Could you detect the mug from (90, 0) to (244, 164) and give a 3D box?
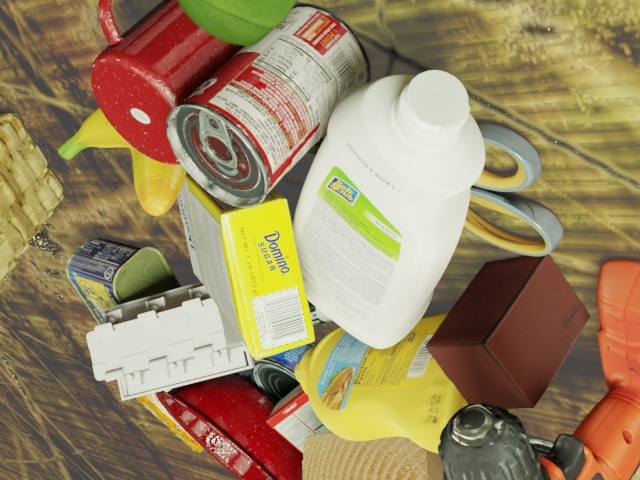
[{"bbox_3d":[-0.089,-0.109,0.639,0.093,0.081,0.117,2,131,48],"label":"mug"}]

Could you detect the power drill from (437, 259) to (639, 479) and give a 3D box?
[{"bbox_3d":[0.131,0.098,0.547,0.057,0.187,0.184,18,144,38],"label":"power drill"}]

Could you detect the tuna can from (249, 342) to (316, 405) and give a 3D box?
[{"bbox_3d":[-0.017,0.118,0.893,0.086,0.033,0.086,29,147,21],"label":"tuna can"}]

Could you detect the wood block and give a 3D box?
[{"bbox_3d":[0.062,0.221,0.805,0.091,0.090,0.206,-9,146,17],"label":"wood block"}]

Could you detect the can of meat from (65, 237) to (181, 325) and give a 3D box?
[{"bbox_3d":[-0.172,0.049,0.961,0.084,0.057,0.102,12,138,44],"label":"can of meat"}]

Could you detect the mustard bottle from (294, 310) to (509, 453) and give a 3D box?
[{"bbox_3d":[0.045,0.092,0.725,0.058,0.096,0.192,44,152,-27],"label":"mustard bottle"}]

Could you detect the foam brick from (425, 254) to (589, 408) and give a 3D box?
[{"bbox_3d":[0.110,0.054,0.623,0.051,0.078,0.053,-12,121,53],"label":"foam brick"}]

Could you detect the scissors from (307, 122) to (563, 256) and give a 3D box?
[{"bbox_3d":[0.049,-0.052,0.617,0.202,0.016,0.096,28,149,21],"label":"scissors"}]

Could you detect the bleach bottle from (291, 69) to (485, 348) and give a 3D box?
[{"bbox_3d":[0.040,-0.016,0.582,0.102,0.068,0.251,37,160,5],"label":"bleach bottle"}]

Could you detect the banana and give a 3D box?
[{"bbox_3d":[-0.125,-0.065,0.732,0.037,0.069,0.198,32,177,-31],"label":"banana"}]

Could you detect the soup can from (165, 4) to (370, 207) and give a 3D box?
[{"bbox_3d":[-0.027,-0.076,0.590,0.069,0.102,0.068,29,148,21],"label":"soup can"}]

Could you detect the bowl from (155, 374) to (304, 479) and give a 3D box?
[{"bbox_3d":[-0.065,0.165,0.926,0.162,0.055,0.162,37,162,14],"label":"bowl"}]

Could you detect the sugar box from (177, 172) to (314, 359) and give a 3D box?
[{"bbox_3d":[-0.054,0.001,0.686,0.176,0.048,0.093,-134,32,-68],"label":"sugar box"}]

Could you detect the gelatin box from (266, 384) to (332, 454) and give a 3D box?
[{"bbox_3d":[0.012,0.148,0.840,0.089,0.030,0.073,41,137,-5],"label":"gelatin box"}]
